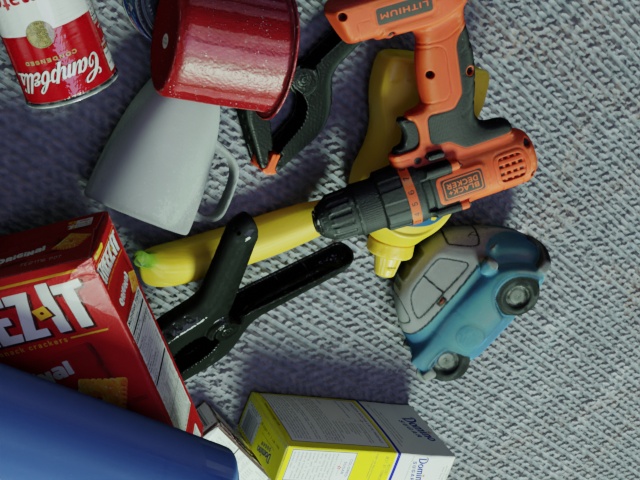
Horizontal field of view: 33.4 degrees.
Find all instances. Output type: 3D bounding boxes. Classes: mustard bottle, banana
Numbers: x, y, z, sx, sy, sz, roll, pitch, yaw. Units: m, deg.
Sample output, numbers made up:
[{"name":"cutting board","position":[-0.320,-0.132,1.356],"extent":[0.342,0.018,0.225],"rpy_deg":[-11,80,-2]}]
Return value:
[{"name":"mustard bottle","position":[0.074,-0.060,0.899],"extent":[0.096,0.058,0.192],"rpy_deg":[4,110,-23]},{"name":"banana","position":[-0.068,0.004,0.855],"extent":[0.197,0.070,0.037],"rpy_deg":[-18,92,-31]}]

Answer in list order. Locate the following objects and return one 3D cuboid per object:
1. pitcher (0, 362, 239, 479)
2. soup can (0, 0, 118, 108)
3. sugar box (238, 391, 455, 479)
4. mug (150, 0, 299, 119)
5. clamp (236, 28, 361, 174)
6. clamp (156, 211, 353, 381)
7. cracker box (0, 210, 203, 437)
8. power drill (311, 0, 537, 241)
[{"name":"pitcher","position":[-0.187,0.162,0.727],"extent":[0.242,0.149,0.145],"rpy_deg":[20,105,-14]},{"name":"soup can","position":[-0.187,-0.150,0.728],"extent":[0.068,0.069,0.102],"rpy_deg":[-24,119,-15]},{"name":"sugar box","position":[0.024,0.182,0.960],"extent":[0.176,0.093,0.048],"rpy_deg":[13,108,-29]},{"name":"mug","position":[-0.069,-0.146,0.740],"extent":[0.081,0.093,0.117],"rpy_deg":[5,78,-23]},{"name":"clamp","position":[-0.010,-0.135,0.838],"extent":[0.120,0.039,0.171],"rpy_deg":[4,114,-22]},{"name":"clamp","position":[-0.084,0.055,0.849],"extent":[0.210,0.036,0.164],"rpy_deg":[-39,153,11]},{"name":"cracker box","position":[-0.200,0.100,0.795],"extent":[0.164,0.072,0.213],"rpy_deg":[-14,121,8]},{"name":"power drill","position":[0.063,-0.102,0.820],"extent":[0.184,0.057,0.187],"rpy_deg":[-19,114,-4]}]
